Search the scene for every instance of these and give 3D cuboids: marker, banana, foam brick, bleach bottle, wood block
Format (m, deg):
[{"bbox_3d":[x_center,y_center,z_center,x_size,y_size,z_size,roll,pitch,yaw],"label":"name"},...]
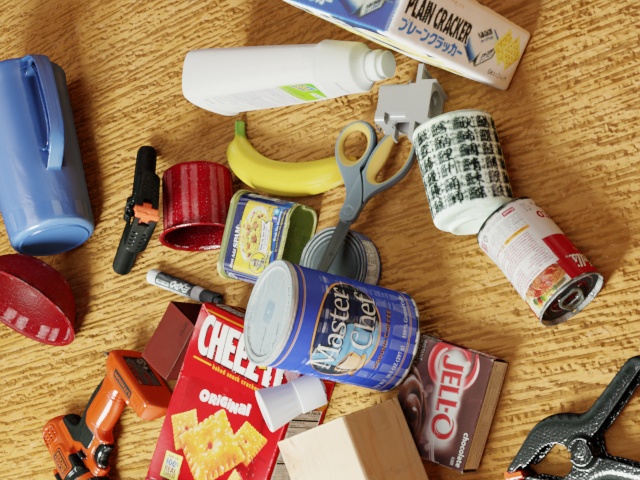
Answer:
[{"bbox_3d":[-0.160,0.057,1.265,0.121,0.020,0.020,17,93,39],"label":"marker"},{"bbox_3d":[-0.043,-0.083,1.188,0.198,0.037,0.069,22,96,38],"label":"banana"},{"bbox_3d":[-0.159,0.117,1.233,0.053,0.051,0.078,40,107,34],"label":"foam brick"},{"bbox_3d":[-0.028,-0.179,1.156,0.251,0.102,0.068,2,85,36],"label":"bleach bottle"},{"bbox_3d":[0.053,0.263,0.989,0.091,0.090,0.206,-29,77,38],"label":"wood block"}]

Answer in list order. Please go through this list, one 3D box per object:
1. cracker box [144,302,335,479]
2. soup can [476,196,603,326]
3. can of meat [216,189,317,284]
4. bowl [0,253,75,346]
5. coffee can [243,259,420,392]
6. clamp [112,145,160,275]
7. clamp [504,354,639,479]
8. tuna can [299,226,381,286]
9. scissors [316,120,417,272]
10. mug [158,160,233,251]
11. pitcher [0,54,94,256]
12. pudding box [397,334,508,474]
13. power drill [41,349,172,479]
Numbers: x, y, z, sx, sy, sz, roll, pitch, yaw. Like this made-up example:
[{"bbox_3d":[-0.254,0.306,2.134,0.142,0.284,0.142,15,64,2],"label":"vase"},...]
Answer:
[{"bbox_3d":[-0.086,0.193,1.151,0.164,0.072,0.214,21,94,38],"label":"cracker box"},{"bbox_3d":[0.197,0.018,0.965,0.069,0.068,0.102,-49,56,21],"label":"soup can"},{"bbox_3d":[-0.058,0.001,1.172,0.084,0.057,0.102,13,91,36],"label":"can of meat"},{"bbox_3d":[-0.373,0.066,1.369,0.162,0.162,0.055,0,49,38],"label":"bowl"},{"bbox_3d":[0.010,0.084,1.032,0.103,0.140,0.103,-42,40,49],"label":"coffee can"},{"bbox_3d":[-0.214,-0.024,1.252,0.210,0.036,0.164,-143,65,-74],"label":"clamp"},{"bbox_3d":[0.240,0.188,0.919,0.172,0.039,0.120,-41,55,32],"label":"clamp"},{"bbox_3d":[0.021,0.030,1.120,0.086,0.033,0.086,-8,77,37],"label":"tuna can"},{"bbox_3d":[0.021,-0.044,1.105,0.096,0.016,0.202,39,88,28],"label":"scissors"},{"bbox_3d":[-0.143,-0.036,1.235,0.117,0.093,0.081,128,140,-64],"label":"mug"},{"bbox_3d":[-0.370,-0.112,1.388,0.145,0.149,0.243,-21,71,7],"label":"pitcher"},{"bbox_3d":[0.120,0.154,1.018,0.090,0.039,0.113,15,91,38],"label":"pudding box"},{"bbox_3d":[-0.251,0.239,1.279,0.188,0.057,0.185,-53,55,18],"label":"power drill"}]
